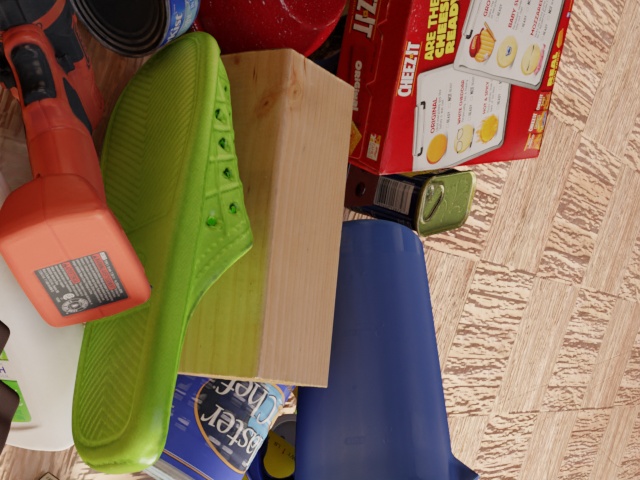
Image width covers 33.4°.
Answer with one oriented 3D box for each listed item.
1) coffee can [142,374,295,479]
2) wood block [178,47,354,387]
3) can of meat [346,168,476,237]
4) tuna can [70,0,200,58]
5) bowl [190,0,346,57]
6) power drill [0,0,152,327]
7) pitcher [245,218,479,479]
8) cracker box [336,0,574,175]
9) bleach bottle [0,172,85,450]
[{"bbox_3d":[-0.082,0.120,0.814,0.140,0.103,0.102,-59,147,-19],"label":"coffee can"},{"bbox_3d":[-0.044,-0.011,0.705,0.090,0.090,0.206,18,74,-58],"label":"wood block"},{"bbox_3d":[0.084,-0.046,0.996,0.101,0.084,0.057,-14,118,-54],"label":"can of meat"},{"bbox_3d":[-0.113,-0.154,0.634,0.033,0.086,0.086,-41,138,-40],"label":"tuna can"},{"bbox_3d":[-0.027,-0.191,0.743,0.161,0.055,0.162,-5,97,-52],"label":"bowl"},{"bbox_3d":[-0.140,-0.065,0.538,0.057,0.188,0.184,-16,149,-2],"label":"power drill"},{"bbox_3d":[0.030,0.109,0.895,0.149,0.145,0.243,21,54,-35],"label":"pitcher"},{"bbox_3d":[0.107,-0.145,0.843,0.213,0.072,0.164,-9,116,-45],"label":"cracker box"},{"bbox_3d":[-0.201,0.006,0.592,0.068,0.103,0.251,-53,139,-41],"label":"bleach bottle"}]
